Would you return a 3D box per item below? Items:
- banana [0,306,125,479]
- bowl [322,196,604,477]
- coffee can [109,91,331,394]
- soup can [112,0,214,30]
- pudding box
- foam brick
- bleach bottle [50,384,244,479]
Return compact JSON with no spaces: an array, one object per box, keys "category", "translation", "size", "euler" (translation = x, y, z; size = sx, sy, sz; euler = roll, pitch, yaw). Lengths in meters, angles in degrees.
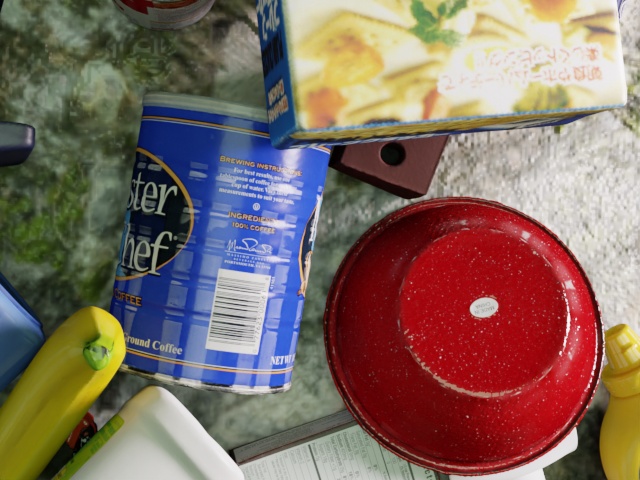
[{"category":"banana","translation":[-0.144,0.091,0.527],"size":[0.037,0.069,0.198],"euler":[40,122,1]},{"category":"bowl","translation":[0.083,0.045,0.582],"size":[0.162,0.055,0.162],"euler":[1,74,-3]},{"category":"coffee can","translation":[-0.054,0.001,0.562],"size":[0.102,0.103,0.140],"euler":[10,91,-8]},{"category":"soup can","translation":[-0.082,-0.149,0.552],"size":[0.068,0.102,0.068],"euler":[0,93,-8]},{"category":"pudding box","translation":[0.013,0.147,0.610],"size":[0.113,0.039,0.090],"euler":[-17,92,-9]},{"category":"foam brick","translation":[0.043,-0.068,0.597],"size":[0.053,0.051,0.078],"euler":[20,90,-7]},{"category":"bleach bottle","translation":[-0.153,0.178,0.516],"size":[0.250,0.103,0.068],"euler":[-43,95,-14]}]
